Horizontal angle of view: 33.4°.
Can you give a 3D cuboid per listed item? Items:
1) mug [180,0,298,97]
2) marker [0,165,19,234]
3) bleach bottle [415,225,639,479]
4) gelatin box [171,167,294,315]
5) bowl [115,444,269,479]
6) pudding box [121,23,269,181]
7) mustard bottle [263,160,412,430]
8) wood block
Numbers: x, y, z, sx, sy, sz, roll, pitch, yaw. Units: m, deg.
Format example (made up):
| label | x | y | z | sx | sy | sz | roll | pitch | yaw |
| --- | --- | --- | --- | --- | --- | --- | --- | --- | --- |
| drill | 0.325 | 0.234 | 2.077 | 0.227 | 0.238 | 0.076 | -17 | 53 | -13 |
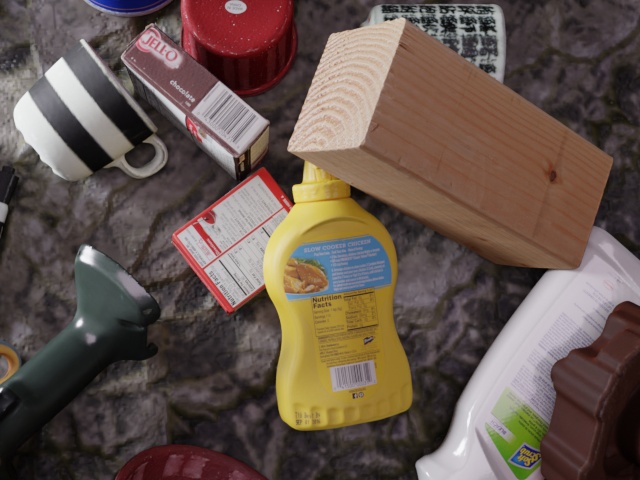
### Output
| label | x | y | z | sx | sy | sz | roll | pitch | yaw |
| --- | --- | --- | --- | --- | --- | --- | --- | --- | --- |
| mug | -0.066 | -0.174 | 0.800 | 0.093 | 0.081 | 0.117 | -22 | 83 | -6 |
| marker | -0.249 | 0.002 | 0.794 | 0.020 | 0.020 | 0.121 | 14 | 81 | -1 |
| bleach bottle | 0.147 | 0.113 | 0.775 | 0.102 | 0.068 | 0.250 | 43 | 83 | 0 |
| gelatin box | -0.055 | 0.001 | 0.799 | 0.089 | 0.030 | 0.073 | -38 | 86 | -9 |
| bowl | -0.077 | 0.214 | 0.720 | 0.162 | 0.162 | 0.055 | 33 | 112 | 2 |
| pudding box | -0.090 | -0.099 | 0.783 | 0.113 | 0.090 | 0.039 | 42 | 83 | 3 |
| mustard bottle | 0.009 | 0.033 | 0.761 | 0.096 | 0.058 | 0.191 | -8 | 95 | -16 |
| wood block | 0.093 | -0.060 | 0.738 | 0.205 | 0.090 | 0.091 | 27 | 78 | -31 |
